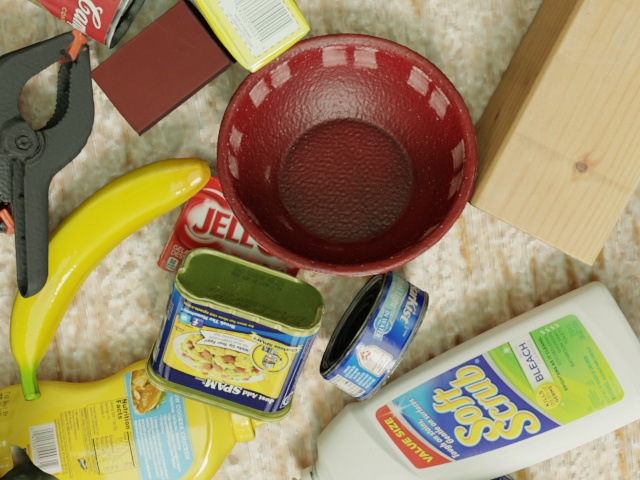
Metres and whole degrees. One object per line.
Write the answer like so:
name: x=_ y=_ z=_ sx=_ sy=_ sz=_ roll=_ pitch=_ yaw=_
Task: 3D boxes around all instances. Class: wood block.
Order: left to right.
wood block: x=0.173 y=-0.101 z=0.677 sx=0.090 sy=0.090 sz=0.206 roll=26 pitch=100 yaw=-8

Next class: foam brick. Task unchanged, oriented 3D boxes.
foam brick: x=-0.100 y=-0.111 z=0.684 sx=0.078 sy=0.053 sz=0.051 roll=-37 pitch=101 yaw=6

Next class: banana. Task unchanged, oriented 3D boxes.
banana: x=-0.151 y=0.011 z=0.708 sx=0.070 sy=0.037 sz=0.198 roll=40 pitch=99 yaw=16

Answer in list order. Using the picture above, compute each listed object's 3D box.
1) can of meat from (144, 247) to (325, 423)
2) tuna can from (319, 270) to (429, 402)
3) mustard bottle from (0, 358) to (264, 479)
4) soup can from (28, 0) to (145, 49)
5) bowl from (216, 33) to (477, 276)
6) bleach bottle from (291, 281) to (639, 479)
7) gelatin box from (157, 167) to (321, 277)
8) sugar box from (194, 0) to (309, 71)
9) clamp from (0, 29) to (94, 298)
can of meat: x=-0.055 y=0.061 z=0.693 sx=0.102 sy=0.057 sz=0.084 roll=18 pitch=126 yaw=-4
tuna can: x=0.035 y=0.062 z=0.709 sx=0.033 sy=0.086 sz=0.086 roll=32 pitch=99 yaw=-6
mustard bottle: x=-0.122 y=0.131 z=0.729 sx=0.191 sy=0.058 sz=0.096 roll=-11 pitch=78 yaw=0
soup can: x=-0.158 y=-0.174 z=0.660 sx=0.102 sy=0.068 sz=0.068 roll=30 pitch=99 yaw=-7
bowl: x=0.016 y=-0.048 z=0.681 sx=0.162 sy=0.055 sz=0.162 roll=0 pitch=74 yaw=1
bleach bottle: x=0.100 y=0.126 z=0.728 sx=0.251 sy=0.068 sz=0.102 roll=-28 pitch=74 yaw=6
gelatin box: x=-0.055 y=0.001 z=0.720 sx=0.089 sy=0.030 sz=0.073 roll=25 pitch=100 yaw=-7
sugar box: x=-0.049 y=-0.150 z=0.614 sx=0.048 sy=0.176 sz=0.093 roll=-32 pitch=102 yaw=7
clamp: x=-0.188 y=-0.052 z=0.676 sx=0.120 sy=0.039 sz=0.171 roll=45 pitch=71 yaw=-34
